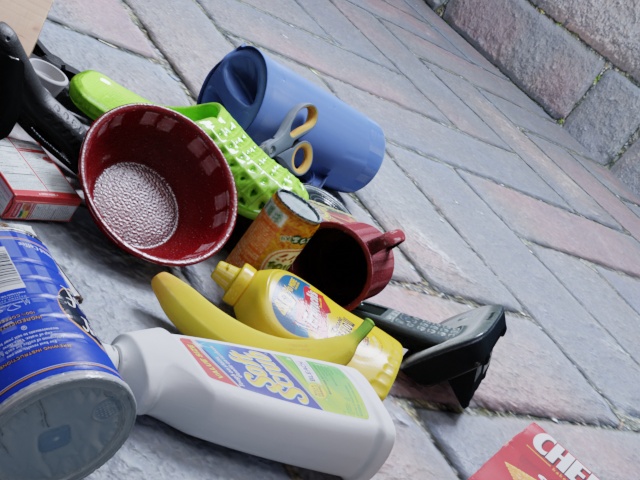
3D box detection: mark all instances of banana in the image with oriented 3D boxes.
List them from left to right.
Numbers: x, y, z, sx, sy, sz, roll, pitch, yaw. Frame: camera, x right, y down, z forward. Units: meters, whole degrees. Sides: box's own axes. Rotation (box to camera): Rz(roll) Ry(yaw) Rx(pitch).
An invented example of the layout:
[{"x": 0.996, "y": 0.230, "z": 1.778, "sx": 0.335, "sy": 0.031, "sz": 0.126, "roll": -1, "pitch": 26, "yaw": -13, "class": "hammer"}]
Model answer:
[{"x": -0.054, "y": 0.082, "z": 0.915, "sx": 0.197, "sy": 0.037, "sz": 0.069, "roll": 14, "pitch": 67, "yaw": -11, "class": "banana"}]

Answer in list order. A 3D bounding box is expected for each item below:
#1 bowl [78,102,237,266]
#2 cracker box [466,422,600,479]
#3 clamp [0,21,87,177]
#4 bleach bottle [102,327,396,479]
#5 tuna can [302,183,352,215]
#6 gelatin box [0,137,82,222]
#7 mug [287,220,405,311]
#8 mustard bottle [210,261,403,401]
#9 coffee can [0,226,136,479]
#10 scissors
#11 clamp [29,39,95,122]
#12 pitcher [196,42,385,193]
[{"x": -0.158, "y": -0.043, "z": 0.985, "sx": 0.161, "sy": 0.055, "sz": 0.162, "roll": 17, "pitch": 60, "yaw": -31, "class": "bowl"}, {"x": 0.202, "y": 0.255, "z": 0.925, "sx": 0.164, "sy": 0.072, "sz": 0.213, "roll": 42, "pitch": 21, "yaw": 17, "class": "cracker box"}, {"x": -0.262, "y": -0.126, "z": 0.966, "sx": 0.165, "sy": 0.036, "sz": 0.209, "roll": 15, "pitch": -29, "yaw": 53, "class": "clamp"}, {"x": -0.065, "y": 0.122, "z": 0.816, "sx": 0.250, "sy": 0.068, "sz": 0.103, "roll": 18, "pitch": 25, "yaw": -35, "class": "bleach bottle"}, {"x": -0.001, "y": -0.031, "z": 1.292, "sx": 0.086, "sy": 0.034, "sz": 0.086, "roll": 30, "pitch": 21, "yaw": -13, "class": "tuna can"}, {"x": -0.264, "y": -0.055, "z": 0.937, "sx": 0.089, "sy": 0.030, "sz": 0.073, "roll": 47, "pitch": 25, "yaw": 28, "class": "gelatin box"}, {"x": 0.033, "y": 0.018, "z": 1.069, "sx": 0.093, "sy": 0.117, "sz": 0.081, "roll": 62, "pitch": 24, "yaw": 8, "class": "mug"}, {"x": -0.018, "y": 0.079, "z": 0.986, "sx": 0.191, "sy": 0.058, "sz": 0.096, "roll": 34, "pitch": 34, "yaw": -3, "class": "mustard bottle"}, {"x": -0.190, "y": 0.074, "z": 0.664, "sx": 0.102, "sy": 0.103, "sz": 0.140, "roll": 12, "pitch": 30, "yaw": -47, "class": "coffee can"}, {"x": -0.055, "y": -0.091, "z": 1.230, "sx": 0.016, "sy": 0.096, "sz": 0.201, "roll": 13, "pitch": 40, "yaw": 27, "class": "scissors"}, {"x": -0.300, "y": -0.189, "z": 1.169, "sx": 0.171, "sy": 0.039, "sz": 0.120, "roll": 36, "pitch": 25, "yaw": -9, "class": "clamp"}, {"x": -0.031, "y": -0.135, "z": 1.367, "sx": 0.242, "sy": 0.149, "sz": 0.145, "roll": 21, "pitch": 10, "yaw": -41, "class": "pitcher"}]
